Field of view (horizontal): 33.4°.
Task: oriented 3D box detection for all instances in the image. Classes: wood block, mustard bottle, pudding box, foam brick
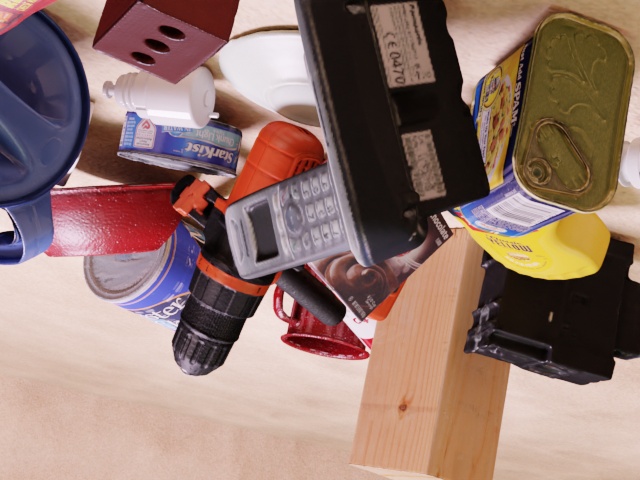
[{"bbox_3d":[0.102,0.102,0.912,0.091,0.206,0.090,-4,157,44],"label":"wood block"},{"bbox_3d":[0.123,-0.031,0.717,0.096,0.058,0.191,15,167,35],"label":"mustard bottle"},{"bbox_3d":[0.029,-0.011,0.696,0.039,0.090,0.113,45,176,38],"label":"pudding box"},{"bbox_3d":[-0.081,-0.125,0.568,0.053,0.051,0.078,20,162,-24],"label":"foam brick"}]

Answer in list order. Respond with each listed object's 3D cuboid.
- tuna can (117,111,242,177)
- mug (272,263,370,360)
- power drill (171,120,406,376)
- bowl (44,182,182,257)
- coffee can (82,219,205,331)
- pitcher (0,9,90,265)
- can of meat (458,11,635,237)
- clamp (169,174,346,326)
[{"bbox_3d":[-0.099,-0.069,0.760,0.086,0.034,0.086,10,179,0],"label":"tuna can"},{"bbox_3d":[0.002,0.067,1.085,0.117,0.081,0.093,21,161,-28],"label":"mug"},{"bbox_3d":[-0.010,0.015,0.760,0.057,0.184,0.187,36,-163,34],"label":"power drill"},{"bbox_3d":[-0.182,-0.016,0.889,0.162,0.055,0.162,-3,-179,0],"label":"bowl"},{"bbox_3d":[-0.145,0.032,1.036,0.103,0.103,0.140,0,160,34],"label":"coffee can"},{"bbox_3d":[-0.267,-0.072,0.727,0.144,0.149,0.243,25,162,-36],"label":"pitcher"},{"bbox_3d":[0.116,-0.057,0.569,0.057,0.102,0.084,16,165,-13],"label":"can of meat"},{"bbox_3d":[-0.055,0.001,0.827,0.165,0.036,0.210,38,178,14],"label":"clamp"}]
